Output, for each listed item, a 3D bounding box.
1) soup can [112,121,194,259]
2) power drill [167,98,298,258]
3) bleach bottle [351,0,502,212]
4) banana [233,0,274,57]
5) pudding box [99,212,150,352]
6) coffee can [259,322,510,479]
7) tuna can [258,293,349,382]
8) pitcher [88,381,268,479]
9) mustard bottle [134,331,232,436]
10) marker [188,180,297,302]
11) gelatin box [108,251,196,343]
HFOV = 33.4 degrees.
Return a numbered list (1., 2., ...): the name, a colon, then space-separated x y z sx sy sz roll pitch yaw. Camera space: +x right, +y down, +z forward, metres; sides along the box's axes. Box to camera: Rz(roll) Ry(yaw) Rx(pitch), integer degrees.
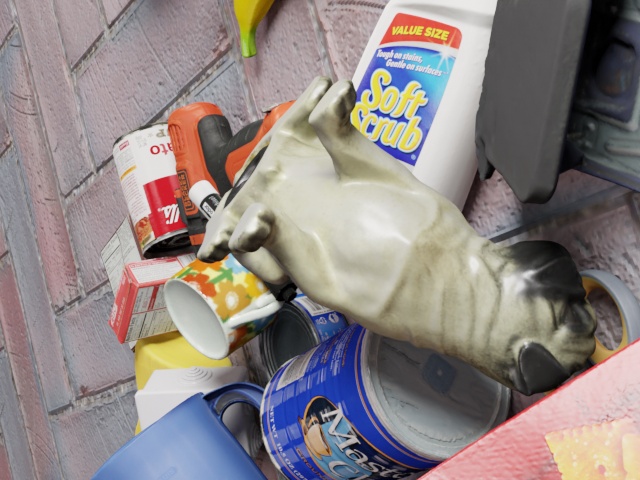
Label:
1. soup can: -0.134 -0.043 0.922 0.069 0.068 0.102 -38 67 53
2. power drill: -0.047 -0.025 0.807 0.188 0.057 0.184 -8 98 55
3. bleach bottle: 0.059 -0.092 0.629 0.103 0.067 0.251 42 129 36
4. banana: -0.013 -0.194 0.734 0.198 0.037 0.069 -24 96 57
5. pudding box: -0.167 0.039 1.019 0.090 0.039 0.113 -43 61 52
6. coffee can: 0.037 0.101 0.676 0.141 0.102 0.103 -37 68 53
7. tuna can: -0.010 0.082 0.802 0.086 0.033 0.086 21 115 52
8. pitcher: -0.057 0.235 0.792 0.243 0.144 0.149 47 126 7
9. mustard bottle: -0.129 0.183 0.979 0.096 0.058 0.192 20 118 30
10. marker: -0.055 0.001 0.763 0.121 0.020 0.020 47 135 30
11. gelatin box: -0.134 0.047 0.925 0.030 0.089 0.073 55 139 33
